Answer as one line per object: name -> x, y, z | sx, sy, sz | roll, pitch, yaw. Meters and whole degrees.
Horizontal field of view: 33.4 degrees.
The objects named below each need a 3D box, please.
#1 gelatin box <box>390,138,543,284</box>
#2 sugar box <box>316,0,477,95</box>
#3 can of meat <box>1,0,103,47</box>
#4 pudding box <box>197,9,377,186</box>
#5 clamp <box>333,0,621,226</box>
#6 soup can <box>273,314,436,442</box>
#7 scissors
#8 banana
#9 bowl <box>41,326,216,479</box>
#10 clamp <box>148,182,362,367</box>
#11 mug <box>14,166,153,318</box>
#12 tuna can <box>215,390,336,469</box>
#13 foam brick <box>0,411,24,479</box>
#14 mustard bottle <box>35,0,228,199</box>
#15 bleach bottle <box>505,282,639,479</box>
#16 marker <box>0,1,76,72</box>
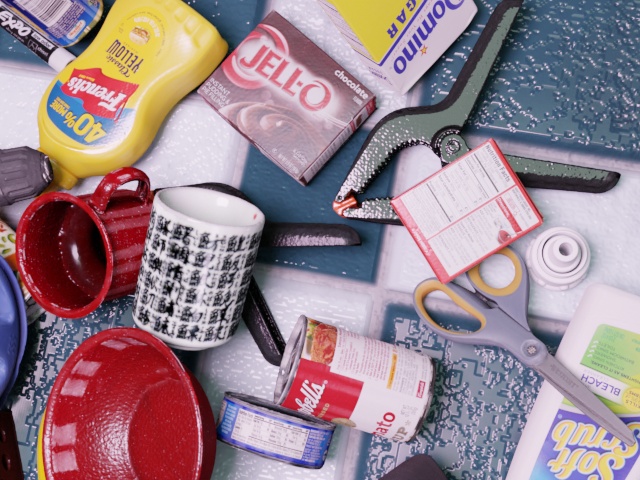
gelatin box -> 0.107, -0.022, 0.782 | 0.089, 0.030, 0.073 | -32, 91, 6
sugar box -> 0.043, -0.193, 0.773 | 0.093, 0.176, 0.048 | -48, 46, -1
can of meat -> -0.229, -0.205, 0.835 | 0.057, 0.083, 0.102 | -48, 55, 1
pudding box -> -0.025, -0.111, 0.835 | 0.113, 0.039, 0.090 | 42, 88, 11
clamp -> 0.101, -0.081, 0.815 | 0.210, 0.036, 0.164 | -21, 84, 5
soup can -> 0.024, 0.100, 0.772 | 0.102, 0.068, 0.068 | 18, 84, -7
scissors -> 0.156, 0.062, 0.758 | 0.202, 0.016, 0.096 | 26, 71, 37
banana -> -0.180, 0.185, 0.810 | 0.069, 0.037, 0.198 | -6, 81, 7
bowl -> -0.126, 0.143, 0.760 | 0.162, 0.055, 0.162 | -6, 79, 37
clamp -> -0.055, 0.001, 0.821 | 0.171, 0.039, 0.120 | 40, 92, 8
mug -> -0.161, -0.005, 0.796 | 0.093, 0.081, 0.117 | 35, 114, 20
tuna can -> -0.034, 0.138, 0.776 | 0.086, 0.086, 0.034 | 16, 85, 9
foam brick -> -0.263, 0.174, 0.814 | 0.051, 0.053, 0.078 | -14, 81, 4
mustard bottle -> -0.166, -0.110, 0.842 | 0.096, 0.058, 0.191 | 38, 88, 19
bleach bottle -> 0.190, 0.162, 0.758 | 0.102, 0.068, 0.251 | 22, 87, 11
marker -> -0.251, -0.177, 0.883 | 0.121, 0.020, 0.020 | 37, 87, 10
